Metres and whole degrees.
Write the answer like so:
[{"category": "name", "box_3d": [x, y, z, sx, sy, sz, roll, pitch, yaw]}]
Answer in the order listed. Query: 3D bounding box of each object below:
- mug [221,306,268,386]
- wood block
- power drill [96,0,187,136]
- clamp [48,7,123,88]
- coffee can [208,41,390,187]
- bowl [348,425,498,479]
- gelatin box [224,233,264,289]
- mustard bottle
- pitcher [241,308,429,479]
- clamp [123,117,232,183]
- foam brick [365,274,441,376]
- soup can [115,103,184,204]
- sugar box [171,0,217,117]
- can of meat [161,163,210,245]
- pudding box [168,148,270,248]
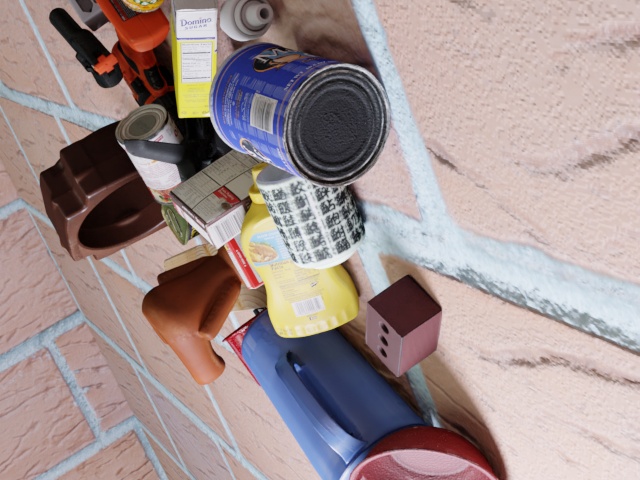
[{"category": "mug", "box_3d": [-0.070, 0.139, 1.400, 0.081, 0.093, 0.117, 54, -179, -1]}, {"category": "wood block", "box_3d": [-0.142, 0.055, 1.428, 0.206, 0.090, 0.091, 164, 98, -70]}, {"category": "power drill", "box_3d": [-0.202, -0.208, 1.258, 0.184, 0.057, 0.188, 53, 164, 21]}, {"category": "clamp", "box_3d": [-0.276, -0.221, 1.318, 0.120, 0.039, 0.172, 49, 177, -36]}, {"category": "coffee can", "box_3d": [-0.021, -0.111, 0.916, 0.140, 0.102, 0.103, 28, 144, 55]}, {"category": "bowl", "box_3d": [0.112, 0.239, 1.098, 0.162, 0.162, 0.055, 90, -171, -46]}, {"category": "gelatin box", "box_3d": [-0.058, 0.001, 1.184, 0.073, 0.089, 0.030, 61, 162, -5]}, {"category": "mustard bottle", "box_3d": [-0.031, 0.006, 1.123, 0.058, 0.096, 0.191, -81, -27, -63]}, {"category": "pitcher", "box_3d": [0.006, 0.176, 1.222, 0.243, 0.144, 0.149, 48, 143, 36]}, {"category": "clamp", "box_3d": [-0.139, -0.117, 1.216, 0.036, 0.164, 0.209, 5, 153, 27]}, {"category": "foam brick", "box_3d": [0.079, 0.083, 1.028, 0.053, 0.051, 0.078, 47, 157, 30]}, {"category": "soup can", "box_3d": [-0.187, -0.100, 1.243, 0.069, 0.068, 0.102, 39, 163, 44]}, {"category": "sugar box", "box_3d": [-0.127, -0.209, 1.067, 0.176, 0.048, 0.093, 97, 167, -62]}, {"category": "can of meat", "box_3d": [-0.149, -0.049, 1.337, 0.057, 0.083, 0.102, 54, 160, 14]}, {"category": "pudding box", "box_3d": [-0.096, -0.053, 1.163, 0.090, 0.113, 0.039, 39, 157, 45]}]
